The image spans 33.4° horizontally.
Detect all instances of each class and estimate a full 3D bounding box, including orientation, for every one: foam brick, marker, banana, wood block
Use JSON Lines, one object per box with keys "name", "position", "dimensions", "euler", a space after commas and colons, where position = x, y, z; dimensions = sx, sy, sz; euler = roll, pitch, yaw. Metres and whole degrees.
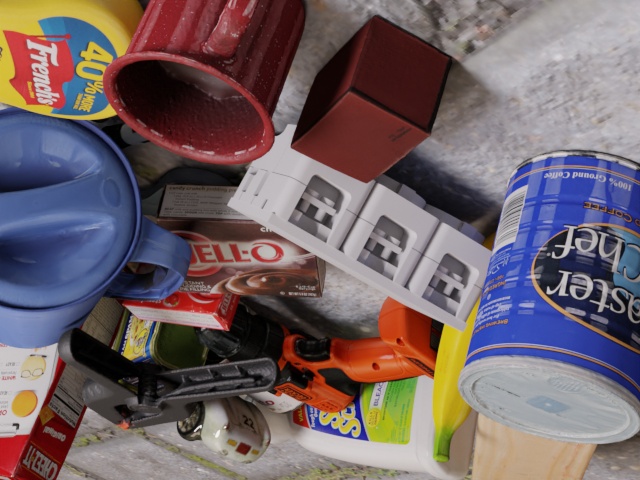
{"name": "foam brick", "position": [0.027, -0.075, 0.590], "dimensions": [0.053, 0.051, 0.078], "euler": [26, 153, -17]}
{"name": "marker", "position": [-0.107, -0.076, 0.708], "dimensions": [0.121, 0.020, 0.020], "euler": [-8, 144, 42]}
{"name": "banana", "position": [0.111, 0.065, 0.761], "dimensions": [0.037, 0.069, 0.198], "euler": [5, 121, -8]}
{"name": "wood block", "position": [0.179, 0.149, 0.880], "dimensions": [0.090, 0.090, 0.206], "euler": [13, 153, 12]}

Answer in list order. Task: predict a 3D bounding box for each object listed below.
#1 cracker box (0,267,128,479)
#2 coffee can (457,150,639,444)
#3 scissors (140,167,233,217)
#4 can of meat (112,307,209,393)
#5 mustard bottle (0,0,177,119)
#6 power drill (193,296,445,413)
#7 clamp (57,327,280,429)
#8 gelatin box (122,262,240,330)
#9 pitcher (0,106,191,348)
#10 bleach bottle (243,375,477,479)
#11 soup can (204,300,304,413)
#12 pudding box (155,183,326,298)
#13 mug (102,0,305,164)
{"name": "cracker box", "position": [-0.277, 0.106, 0.947], "dimensions": [0.164, 0.213, 0.072], "euler": [6, 151, 24]}
{"name": "coffee can", "position": [0.145, 0.034, 0.623], "dimensions": [0.103, 0.140, 0.103], "euler": [15, 153, 7]}
{"name": "scissors", "position": [-0.141, -0.038, 0.808], "dimensions": [0.202, 0.016, 0.096], "euler": [15, 152, 6]}
{"name": "can of meat", "position": [-0.133, 0.077, 0.927], "dimensions": [0.057, 0.102, 0.084], "euler": [25, 151, -25]}
{"name": "mustard bottle", "position": [-0.156, -0.111, 0.599], "dimensions": [0.191, 0.058, 0.096], "euler": [9, 142, -20]}
{"name": "power drill", "position": [0.014, 0.084, 0.865], "dimensions": [0.188, 0.057, 0.184], "euler": [-14, 147, 38]}
{"name": "clamp", "position": [-0.146, 0.114, 0.847], "dimensions": [0.164, 0.036, 0.210], "euler": [15, 155, -23]}
{"name": "gelatin box", "position": [-0.103, 0.029, 0.847], "dimensions": [0.089, 0.073, 0.030], "euler": [4, 151, 26]}
{"name": "pitcher", "position": [-0.196, 0.011, 0.766], "dimensions": [0.149, 0.144, 0.243], "euler": [57, 159, 4]}
{"name": "bleach bottle", "position": [0.023, 0.166, 0.995], "dimensions": [0.251, 0.102, 0.068], "euler": [-7, 151, 40]}
{"name": "soup can", "position": [-0.057, 0.107, 0.973], "dimensions": [0.069, 0.068, 0.102], "euler": [-9, 143, 42]}
{"name": "pudding box", "position": [-0.055, 0.001, 0.771], "dimensions": [0.113, 0.039, 0.090], "euler": [0, 144, 6]}
{"name": "mug", "position": [-0.053, -0.103, 0.552], "dimensions": [0.093, 0.081, 0.117], "euler": [23, 153, -9]}
